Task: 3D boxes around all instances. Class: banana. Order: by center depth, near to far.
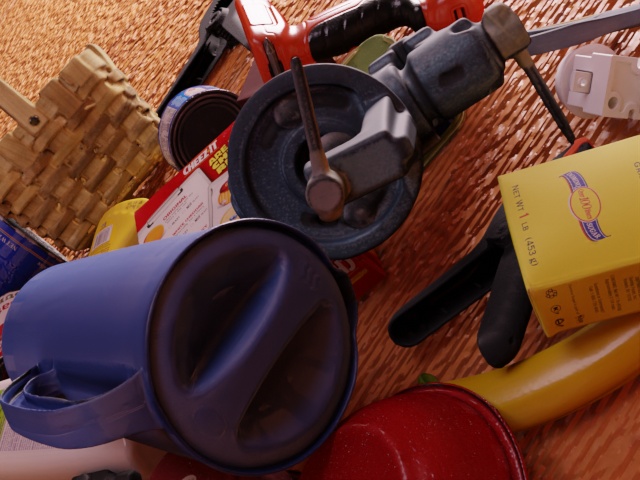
[{"bbox_3d":[0.130,0.066,0.587,0.198,0.037,0.069,-27,40,29],"label":"banana"}]

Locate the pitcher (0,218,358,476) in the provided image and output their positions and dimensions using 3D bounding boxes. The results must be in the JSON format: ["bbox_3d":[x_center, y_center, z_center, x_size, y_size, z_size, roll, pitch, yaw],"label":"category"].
[{"bbox_3d":[-0.107,0.065,0.635,0.243,0.149,0.145,-6,62,53],"label":"pitcher"}]

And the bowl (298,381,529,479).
[{"bbox_3d":[0.033,0.148,0.569,0.162,0.055,0.162,-29,50,41],"label":"bowl"}]

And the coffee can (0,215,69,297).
[{"bbox_3d":[-0.336,0.047,1.069,0.140,0.102,0.103,-53,34,-5],"label":"coffee can"}]

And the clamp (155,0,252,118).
[{"bbox_3d":[-0.106,-0.213,1.116,0.165,0.036,0.210,-33,34,32],"label":"clamp"}]

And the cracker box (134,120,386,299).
[{"bbox_3d":[-0.055,0.001,0.827,0.164,0.072,0.214,-40,34,13],"label":"cracker box"}]

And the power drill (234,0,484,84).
[{"bbox_3d":[0.026,-0.199,0.885,0.187,0.057,0.184,-21,35,2],"label":"power drill"}]

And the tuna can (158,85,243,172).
[{"bbox_3d":[-0.101,-0.095,0.955,0.086,0.086,0.034,-53,33,-6],"label":"tuna can"}]

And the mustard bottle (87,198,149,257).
[{"bbox_3d":[-0.188,0.060,0.928,0.096,0.058,0.191,-26,40,46],"label":"mustard bottle"}]

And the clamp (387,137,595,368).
[{"bbox_3d":[0.112,0.008,0.650,0.171,0.039,0.120,-50,25,-25],"label":"clamp"}]

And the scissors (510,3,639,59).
[{"bbox_3d":[0.204,-0.143,0.684,0.096,0.016,0.202,-26,15,-41],"label":"scissors"}]

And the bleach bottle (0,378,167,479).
[{"bbox_3d":[-0.221,0.141,0.835,0.251,0.068,0.102,-7,51,29],"label":"bleach bottle"}]
